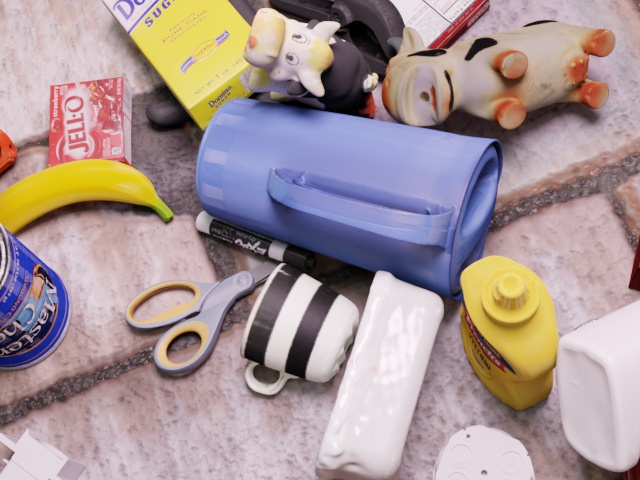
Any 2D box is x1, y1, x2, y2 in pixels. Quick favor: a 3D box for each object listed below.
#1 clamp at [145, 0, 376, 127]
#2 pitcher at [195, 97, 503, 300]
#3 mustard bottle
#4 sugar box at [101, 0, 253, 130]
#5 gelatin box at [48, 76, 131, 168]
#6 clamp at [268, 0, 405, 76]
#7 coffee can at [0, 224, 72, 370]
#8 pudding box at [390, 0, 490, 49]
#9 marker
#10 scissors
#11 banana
[{"bbox_3d":[-0.051,-0.146,0.994,0.210,0.036,0.164,26,76,20],"label":"clamp"},{"bbox_3d":[0.018,-0.043,0.884,0.243,0.149,0.145,15,59,19],"label":"pitcher"},{"bbox_3d":[0.141,0.063,0.801,0.058,0.191,0.096,-27,68,-3],"label":"mustard bottle"},{"bbox_3d":[-0.123,-0.193,0.986,0.093,0.048,0.176,-38,63,-3],"label":"sugar box"},{"bbox_3d":[-0.217,-0.107,1.007,0.073,0.030,0.089,-6,68,6],"label":"gelatin box"},{"bbox_3d":[0.018,-0.210,0.990,0.039,0.120,0.171,-35,86,-29],"label":"clamp"},{"bbox_3d":[-0.282,0.043,0.899,0.103,0.140,0.103,-3,69,7],"label":"coffee can"},{"bbox_3d":[0.089,-0.229,1.005,0.090,0.039,0.113,-44,71,-10],"label":"pudding box"},{"bbox_3d":[-0.056,0.001,0.938,0.121,0.020,0.020,21,73,25],"label":"marker"},{"bbox_3d":[-0.071,0.056,0.928,0.202,0.016,0.096,-14,63,1],"label":"scissors"},{"bbox_3d":[-0.236,-0.035,0.972,0.198,0.037,0.069,-10,86,6],"label":"banana"}]
